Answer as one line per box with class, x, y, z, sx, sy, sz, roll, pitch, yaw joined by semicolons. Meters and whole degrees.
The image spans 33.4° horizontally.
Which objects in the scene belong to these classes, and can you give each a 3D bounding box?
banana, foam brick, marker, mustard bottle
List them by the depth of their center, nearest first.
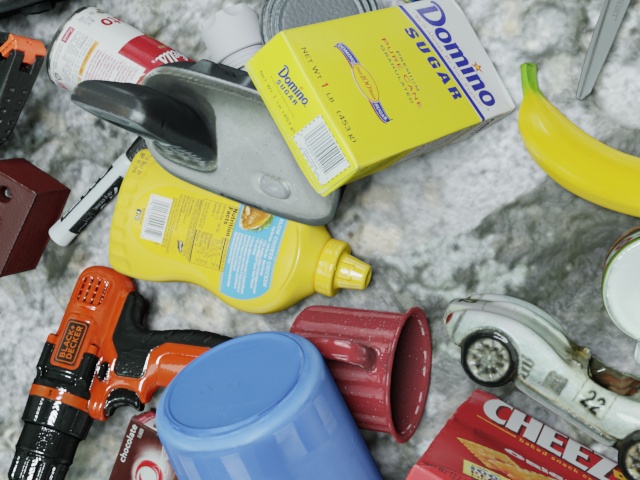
banana;0.206;-0.049;0.690;0.198;0.037;0.070;26;103;15
mustard bottle;-0.055;0.001;0.773;0.192;0.058;0.096;16;92;17
marker;-0.166;-0.041;0.828;0.121;0.020;0.020;-43;82;18
foam brick;-0.243;-0.018;0.839;0.053;0.051;0.078;30;104;13

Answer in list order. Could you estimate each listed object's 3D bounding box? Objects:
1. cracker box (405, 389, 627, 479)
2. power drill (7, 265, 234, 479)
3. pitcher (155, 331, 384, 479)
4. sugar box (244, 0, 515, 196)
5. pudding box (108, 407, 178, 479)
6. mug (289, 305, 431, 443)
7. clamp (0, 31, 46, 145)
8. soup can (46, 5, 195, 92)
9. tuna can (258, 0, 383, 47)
cracker box;0.135;0.173;0.644;0.164;0.213;0.072;29;102;14
power drill;-0.124;0.120;0.780;0.188;0.057;0.184;12;73;13
pitcher;-0.013;0.187;0.674;0.144;0.149;0.243;-32;119;-19
sugar box;0.044;-0.096;0.668;0.048;0.175;0.093;-33;85;47
pudding box;-0.120;0.200;0.826;0.090;0.039;0.113;25;102;16
mug;0.021;0.085;0.729;0.082;0.117;0.093;5;77;23
clamp;-0.286;-0.105;0.819;0.210;0.036;0.164;-37;66;31
soup can;-0.141;-0.121;0.786;0.102;0.068;0.068;31;104;14
tuna can;0.000;-0.148;0.738;0.086;0.034;0.086;0;93;-2
